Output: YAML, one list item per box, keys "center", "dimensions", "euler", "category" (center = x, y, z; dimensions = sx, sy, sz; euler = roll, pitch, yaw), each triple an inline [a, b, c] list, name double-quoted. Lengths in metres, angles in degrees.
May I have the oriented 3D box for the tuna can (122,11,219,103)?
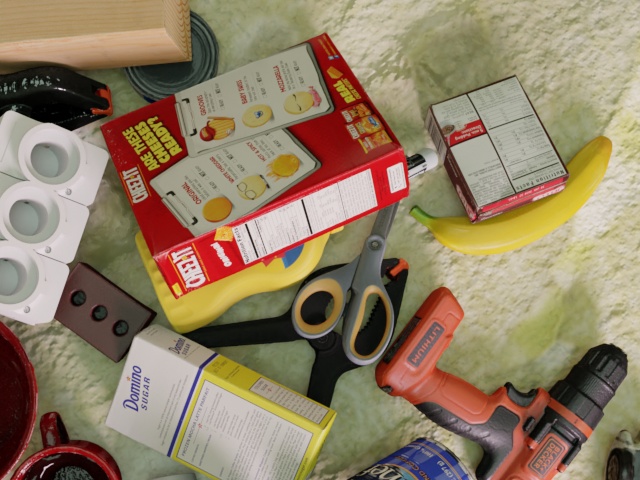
- center: [-0.132, -0.161, 0.941]
  dimensions: [0.086, 0.034, 0.086]
  euler: [0, 87, -5]
  category: "tuna can"

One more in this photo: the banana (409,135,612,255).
- center: [0.183, -0.032, 0.962]
  dimensions: [0.197, 0.037, 0.069]
  euler: [-20, 89, -6]
  category: "banana"

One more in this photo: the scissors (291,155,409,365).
- center: [0.027, 0.011, 0.930]
  dimensions: [0.096, 0.016, 0.201]
  euler: [4, 65, 1]
  category: "scissors"

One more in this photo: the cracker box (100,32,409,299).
- center: [-0.055, -0.066, 0.888]
  dimensions: [0.213, 0.072, 0.164]
  euler: [-24, 51, -6]
  category: "cracker box"

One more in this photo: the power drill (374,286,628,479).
- center: [0.157, 0.126, 0.941]
  dimensions: [0.187, 0.057, 0.184]
  euler: [38, 84, -2]
  category: "power drill"

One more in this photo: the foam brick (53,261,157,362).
- center: [-0.187, 0.062, 0.915]
  dimensions: [0.078, 0.051, 0.053]
  euler: [35, 85, -3]
  category: "foam brick"

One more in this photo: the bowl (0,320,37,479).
- center: [-0.300, 0.136, 0.887]
  dimensions: [0.162, 0.055, 0.162]
  euler: [-2, 80, 10]
  category: "bowl"

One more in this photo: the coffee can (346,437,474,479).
- center: [0.052, 0.239, 0.879]
  dimensions: [0.140, 0.103, 0.103]
  euler: [-23, 89, -30]
  category: "coffee can"

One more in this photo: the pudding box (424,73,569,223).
- center: [0.155, -0.082, 0.946]
  dimensions: [0.090, 0.039, 0.113]
  euler: [-20, 71, -7]
  category: "pudding box"

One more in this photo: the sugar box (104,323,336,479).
- center: [-0.085, 0.148, 0.892]
  dimensions: [0.176, 0.048, 0.093]
  euler: [26, 109, 12]
  category: "sugar box"

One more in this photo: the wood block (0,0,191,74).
- center: [-0.219, -0.193, 0.883]
  dimensions: [0.206, 0.090, 0.091]
  euler: [-4, 83, 7]
  category: "wood block"

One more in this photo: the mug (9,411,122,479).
- center: [-0.212, 0.200, 0.890]
  dimensions: [0.093, 0.081, 0.117]
  euler: [-17, 89, -6]
  category: "mug"

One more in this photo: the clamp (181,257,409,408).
- center: [0.002, 0.097, 0.937]
  dimensions: [0.210, 0.036, 0.164]
  euler: [-34, 89, -9]
  category: "clamp"

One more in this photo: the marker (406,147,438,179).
- center: [0.056, -0.052, 0.933]
  dimensions: [0.120, 0.020, 0.020]
  euler: [-28, 90, -34]
  category: "marker"

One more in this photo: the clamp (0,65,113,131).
- center: [-0.262, -0.120, 0.891]
  dimensions: [0.171, 0.120, 0.039]
  euler: [-11, 69, -10]
  category: "clamp"

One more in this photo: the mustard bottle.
- center: [-0.056, 0.001, 0.926]
  dimensions: [0.191, 0.058, 0.096]
  euler: [-23, 70, -7]
  category: "mustard bottle"
